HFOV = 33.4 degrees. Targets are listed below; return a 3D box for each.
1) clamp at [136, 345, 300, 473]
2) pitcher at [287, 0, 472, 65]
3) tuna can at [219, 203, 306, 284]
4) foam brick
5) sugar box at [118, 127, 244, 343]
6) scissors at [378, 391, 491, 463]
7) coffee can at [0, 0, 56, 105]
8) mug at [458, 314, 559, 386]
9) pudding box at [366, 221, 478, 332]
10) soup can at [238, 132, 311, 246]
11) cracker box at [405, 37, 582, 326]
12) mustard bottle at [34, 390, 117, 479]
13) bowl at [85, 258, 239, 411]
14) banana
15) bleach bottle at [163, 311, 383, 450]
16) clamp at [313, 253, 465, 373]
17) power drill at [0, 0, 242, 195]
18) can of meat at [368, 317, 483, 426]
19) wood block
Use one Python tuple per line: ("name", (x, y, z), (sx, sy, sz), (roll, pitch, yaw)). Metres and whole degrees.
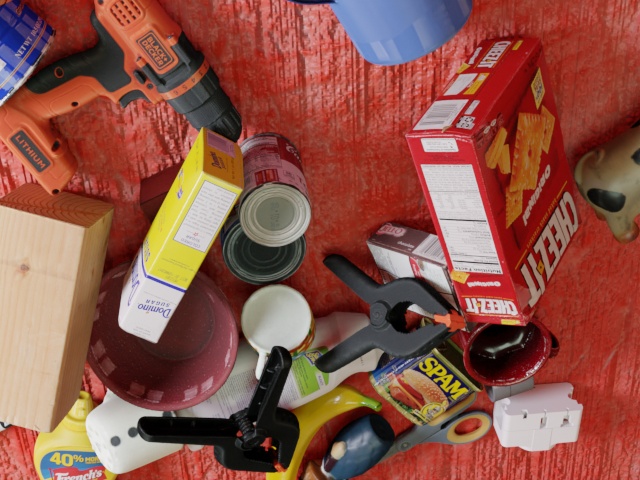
("clamp", (-0.068, 0.185, 1.091), (0.164, 0.036, 0.209), (-31, 143, 8))
("pitcher", (0.022, -0.258, 0.858), (0.149, 0.145, 0.242), (-14, 128, 26))
("tuna can", (-0.057, 0.001, 1.064), (0.086, 0.034, 0.086), (-4, 122, -6))
("foam brick", (-0.127, -0.041, 1.017), (0.078, 0.051, 0.053), (-25, 121, 8))
("sugar box", (-0.126, -0.004, 0.954), (0.048, 0.093, 0.176), (26, 114, -19))
("scissors", (0.117, 0.240, 1.247), (0.096, 0.016, 0.202), (34, 112, -25))
("coffee can", (-0.305, -0.182, 0.875), (0.103, 0.103, 0.140), (-40, 119, 16))
("mug", (0.199, 0.095, 1.130), (0.117, 0.081, 0.093), (12, 119, -15))
("pudding box", (0.106, 0.035, 1.065), (0.039, 0.114, 0.090), (-41, 126, -23))
("soup can", (-0.047, -0.048, 0.994), (0.068, 0.102, 0.068), (-4, 122, -6))
("cracker box", (0.169, -0.054, 0.983), (0.072, 0.164, 0.213), (4, 130, 36))
("mustard bottle", (-0.265, 0.244, 1.172), (0.096, 0.058, 0.192), (5, 120, -8))
("bowl", (-0.156, 0.087, 1.073), (0.162, 0.055, 0.162), (2, 104, 8))
("banana", (-0.014, 0.218, 1.189), (0.037, 0.070, 0.198), (3, 135, -48))
("bleach bottle", (-0.035, 0.140, 1.138), (0.251, 0.068, 0.102), (-17, 122, 0))
("clamp", (0.061, 0.065, 1.045), (0.172, 0.120, 0.039), (-10, 173, 36))
("power drill", (-0.186, -0.121, 0.958), (0.188, 0.057, 0.184), (-33, 117, 9))
("can of meat", (0.113, 0.146, 1.165), (0.084, 0.057, 0.102), (-37, 119, 18))
("wood block", (-0.265, 0.063, 1.004), (0.091, 0.090, 0.206), (15, 106, 2))
